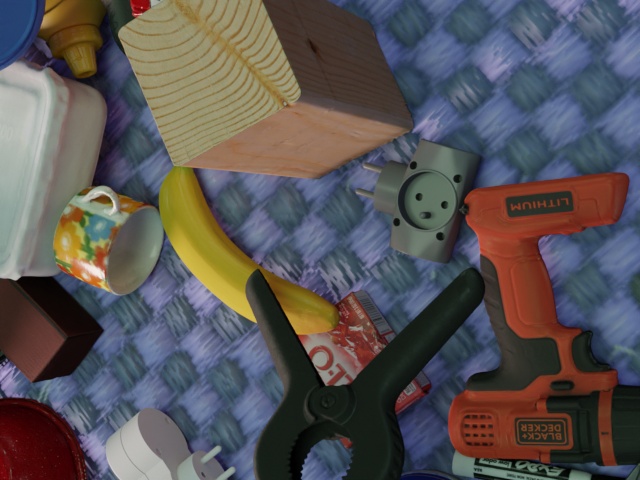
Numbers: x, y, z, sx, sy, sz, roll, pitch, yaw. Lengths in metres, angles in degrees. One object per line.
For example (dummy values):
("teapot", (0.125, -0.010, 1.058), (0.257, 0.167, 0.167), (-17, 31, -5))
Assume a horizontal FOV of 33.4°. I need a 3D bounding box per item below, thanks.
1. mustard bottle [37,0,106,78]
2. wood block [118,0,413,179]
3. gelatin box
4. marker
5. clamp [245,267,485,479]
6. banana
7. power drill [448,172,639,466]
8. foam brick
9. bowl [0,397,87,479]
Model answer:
("mustard bottle", (-0.212, -0.218, 0.836), (0.096, 0.058, 0.191), (-22, 83, 23))
("wood block", (-0.024, -0.100, 0.683), (0.090, 0.205, 0.091), (-26, 81, 20))
("gelatin box", (0.024, 0.092, 0.762), (0.073, 0.030, 0.089), (-39, 77, 19))
("marker", (0.149, 0.159, 0.719), (0.121, 0.020, 0.020), (6, 94, 22))
("clamp", (0.020, 0.101, 0.657), (0.165, 0.036, 0.210), (-8, 55, 19))
("banana", (-0.065, 0.011, 0.781), (0.198, 0.037, 0.070), (47, 130, 23))
("power drill", (0.167, 0.052, 0.688), (0.185, 0.057, 0.187), (-4, 90, 22))
("foam brick", (-0.225, 0.068, 0.852), (0.078, 0.053, 0.051), (42, 106, 17))
("bowl", (-0.269, 0.200, 0.847), (0.162, 0.055, 0.162), (-6, 71, 17))
